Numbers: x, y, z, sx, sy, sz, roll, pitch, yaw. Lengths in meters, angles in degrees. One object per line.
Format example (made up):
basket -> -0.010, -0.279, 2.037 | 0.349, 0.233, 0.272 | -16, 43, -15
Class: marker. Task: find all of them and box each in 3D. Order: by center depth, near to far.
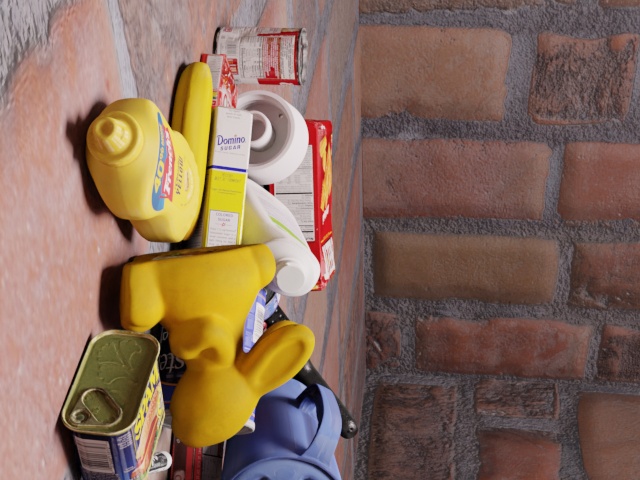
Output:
marker -> -0.162, 0.208, 0.986 | 0.121, 0.020, 0.020 | 47, 46, -80

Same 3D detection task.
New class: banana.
banana -> -0.129, -0.102, 1.075 | 0.069, 0.037, 0.198 | 70, 23, -72

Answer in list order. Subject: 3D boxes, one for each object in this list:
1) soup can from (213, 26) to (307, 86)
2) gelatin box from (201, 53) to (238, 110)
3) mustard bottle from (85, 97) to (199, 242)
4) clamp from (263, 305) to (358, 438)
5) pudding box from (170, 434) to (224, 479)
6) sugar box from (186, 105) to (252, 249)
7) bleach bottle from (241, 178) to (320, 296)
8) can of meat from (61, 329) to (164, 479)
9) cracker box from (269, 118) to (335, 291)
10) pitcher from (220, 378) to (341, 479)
soup can -> -0.070, -0.217, 1.255 | 0.068, 0.102, 0.068 | 3, 90, -83
gelatin box -> -0.115, -0.155, 1.197 | 0.089, 0.030, 0.073 | 77, 17, -65
mustard bottle -> -0.145, -0.062, 0.860 | 0.191, 0.058, 0.096 | 60, 33, -77
clamp -> -0.031, 0.148, 1.304 | 0.165, 0.036, 0.210 | 19, -42, 58
pudding box -> -0.133, 0.240, 1.158 | 0.113, 0.039, 0.090 | 62, 30, -74
sugar box -> -0.106, -0.045, 1.109 | 0.093, 0.048, 0.176 | 175, -77, -71
bleach bottle -> -0.058, 0.001, 1.144 | 0.068, 0.102, 0.251 | -53, -163, 6
can of meat -> -0.158, 0.136, 0.835 | 0.102, 0.057, 0.084 | -79, 172, -48
cracker box -> -0.021, -0.050, 1.382 | 0.164, 0.072, 0.214 | -43, 131, -81
pitcher -> -0.039, 0.232, 1.156 | 0.243, 0.149, 0.145 | -104, 177, -73
